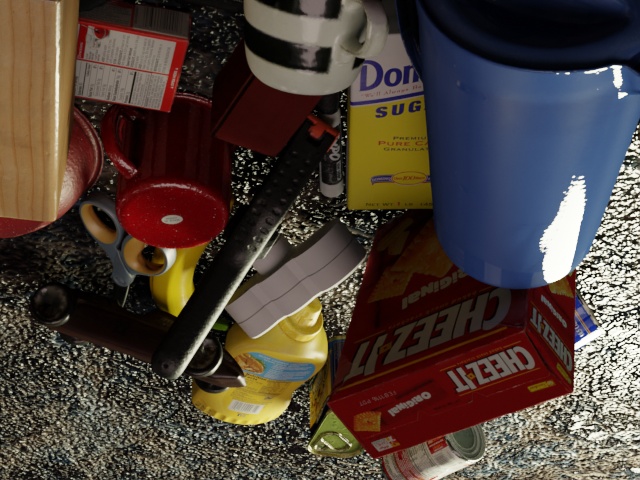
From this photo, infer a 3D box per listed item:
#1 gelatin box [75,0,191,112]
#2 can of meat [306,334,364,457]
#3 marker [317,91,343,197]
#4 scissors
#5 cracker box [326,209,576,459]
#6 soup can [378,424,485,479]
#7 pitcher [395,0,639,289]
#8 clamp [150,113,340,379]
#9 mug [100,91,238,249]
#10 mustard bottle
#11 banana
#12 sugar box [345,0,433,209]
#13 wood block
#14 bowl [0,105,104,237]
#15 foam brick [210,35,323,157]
[{"bbox_3d":[-0.137,-0.127,0.716,0.089,0.030,0.073,9,143,-13],"label":"gelatin box"},{"bbox_3d":[0.022,0.154,1.051,0.057,0.084,0.102,8,142,-13],"label":"can of meat"},{"bbox_3d":[0.007,-0.077,0.796,0.020,0.020,0.121,-2,143,1],"label":"marker"},{"bbox_3d":[-0.179,0.014,0.903,0.096,0.016,0.202,43,149,-10],"label":"scissors"},{"bbox_3d":[0.104,0.042,0.795,0.164,0.213,0.072,-26,116,31],"label":"cracker box"},{"bbox_3d":[0.122,0.228,1.169,0.068,0.068,0.102,26,135,-32],"label":"soup can"},{"bbox_3d":[0.114,-0.080,0.622,0.145,0.149,0.243,0,148,5],"label":"pitcher"},{"bbox_3d":[-0.055,0.001,0.786,0.036,0.164,0.210,33,116,-6],"label":"clamp"},{"bbox_3d":[-0.113,-0.054,0.770,0.093,0.081,0.117,-23,138,26],"label":"mug"},{"bbox_3d":[-0.048,0.109,1.010,0.096,0.058,0.192,15,140,-20],"label":"mustard bottle"},{"bbox_3d":[-0.112,0.021,0.912,0.069,0.037,0.198,-12,147,-15],"label":"banana"},{"bbox_3d":[0.065,-0.092,0.756,0.093,0.048,0.176,-1,144,0],"label":"sugar box"},{"bbox_3d":[-0.192,-0.107,0.630,0.090,0.091,0.206,8,146,-10],"label":"wood block"},{"bbox_3d":[-0.245,-0.050,0.793,0.162,0.055,0.162,-1,143,-1],"label":"bowl"},{"bbox_3d":[-0.036,-0.105,0.729,0.051,0.053,0.078,17,140,-23],"label":"foam brick"}]
